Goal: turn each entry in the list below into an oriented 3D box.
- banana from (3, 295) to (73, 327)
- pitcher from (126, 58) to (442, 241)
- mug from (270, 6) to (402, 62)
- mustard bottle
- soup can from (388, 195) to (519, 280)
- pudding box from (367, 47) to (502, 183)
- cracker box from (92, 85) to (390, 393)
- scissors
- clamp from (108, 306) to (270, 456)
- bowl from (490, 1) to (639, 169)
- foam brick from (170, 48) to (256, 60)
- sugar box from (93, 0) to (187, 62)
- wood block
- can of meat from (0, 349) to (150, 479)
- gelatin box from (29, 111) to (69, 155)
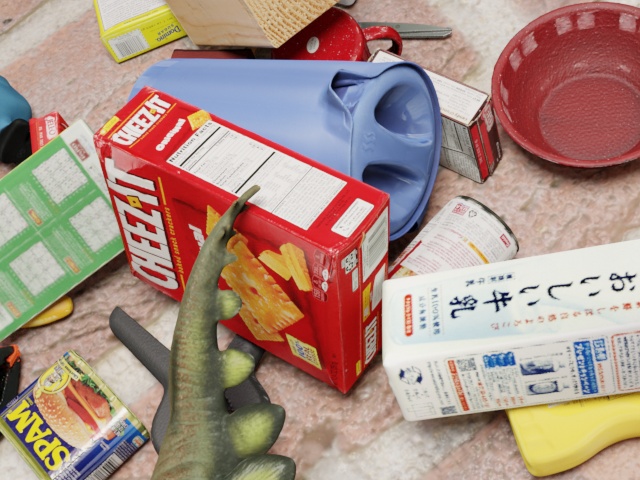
[{"bbox_3d":[-0.309,0.039,0.947,0.198,0.037,0.069,26,72,26],"label":"banana"},{"bbox_3d":[-0.032,-0.076,0.852,0.243,0.149,0.144,11,20,34],"label":"pitcher"},{"bbox_3d":[0.015,-0.154,0.929,0.117,0.081,0.093,-18,69,6],"label":"mug"},{"bbox_3d":[0.224,0.094,0.755,0.191,0.058,0.096,-19,53,5],"label":"mustard bottle"},{"bbox_3d":[0.096,0.023,0.825,0.069,0.068,0.102,36,76,29],"label":"soup can"},{"bbox_3d":[0.092,-0.103,0.883,0.114,0.090,0.039,26,72,27],"label":"pudding box"},{"bbox_3d":[-0.055,0.001,0.783,0.214,0.164,0.072,26,55,23],"label":"cracker box"},{"bbox_3d":[0.012,-0.183,0.993,0.202,0.016,0.096,20,71,25],"label":"scissors"},{"bbox_3d":[-0.096,0.114,0.832,0.165,0.036,0.210,-10,49,11],"label":"clamp"},{"bbox_3d":[0.223,-0.116,0.874,0.162,0.055,0.162,-7,60,12],"label":"bowl"},{"bbox_3d":[-0.097,-0.140,0.979,0.078,0.053,0.051,2,62,18],"label":"foam brick"},{"bbox_3d":[-0.187,-0.269,1.080,0.093,0.048,0.176,-21,55,4],"label":"sugar box"},{"bbox_3d":[-0.066,-0.226,0.913,0.090,0.090,0.206,-40,23,-12],"label":"wood block"},{"bbox_3d":[-0.196,0.147,0.845,0.084,0.057,0.102,-43,60,-13],"label":"can of meat"},{"bbox_3d":[-0.224,-0.060,0.947,0.030,0.089,0.073,-17,59,6],"label":"gelatin box"}]
